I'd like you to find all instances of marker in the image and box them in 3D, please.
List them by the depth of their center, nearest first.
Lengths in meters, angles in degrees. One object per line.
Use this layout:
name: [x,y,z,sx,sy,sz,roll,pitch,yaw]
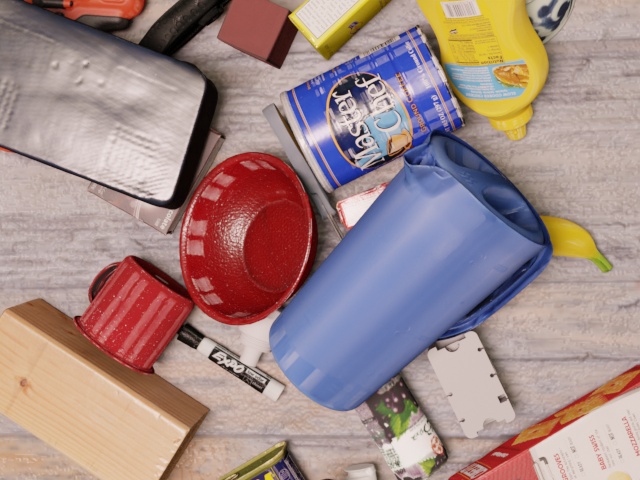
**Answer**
marker: [-0.090,0.118,1.043,0.121,0.020,0.020,32,96,4]

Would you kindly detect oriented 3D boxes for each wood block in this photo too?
wood block: [-0.223,0.152,1.025,0.206,0.090,0.091,33,97,4]

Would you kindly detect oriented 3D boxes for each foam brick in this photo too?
foam brick: [-0.056,-0.197,0.995,0.053,0.078,0.051,26,97,5]

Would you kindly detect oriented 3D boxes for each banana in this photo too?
banana: [0.170,0.017,0.998,0.198,0.037,0.069,-12,90,7]

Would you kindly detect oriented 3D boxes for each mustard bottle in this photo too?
mustard bottle: [0.151,-0.168,0.947,0.096,0.058,0.191,3,134,34]

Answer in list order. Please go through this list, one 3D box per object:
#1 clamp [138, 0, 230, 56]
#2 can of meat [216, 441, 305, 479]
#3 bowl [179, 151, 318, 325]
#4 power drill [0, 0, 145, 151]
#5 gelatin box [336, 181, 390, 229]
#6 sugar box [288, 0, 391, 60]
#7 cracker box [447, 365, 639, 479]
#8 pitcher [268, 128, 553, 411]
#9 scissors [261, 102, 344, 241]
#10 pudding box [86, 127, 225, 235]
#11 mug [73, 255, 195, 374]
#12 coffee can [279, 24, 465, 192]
clamp: [-0.108,-0.222,0.983,0.171,0.120,0.039,-42,87,11]
can of meat: [-0.056,0.257,1.027,0.102,0.057,0.084,-32,92,8]
bowl: [-0.057,0.001,0.995,0.162,0.055,0.162,-8,77,37]
power drill: [-0.265,-0.176,1.031,0.184,0.057,0.188,5,93,7]
gelatin box: [0.063,-0.037,0.990,0.089,0.073,0.030,-19,89,8]
sugar box: [0.054,-0.242,0.972,0.176,0.093,0.048,-40,88,7]
cracker box: [0.248,0.234,0.960,0.213,0.072,0.164,-29,88,-6]
pitcher: [0.076,0.037,0.918,0.149,0.144,0.243,45,112,6]
scissors: [-0.001,-0.042,1.005,0.016,0.096,0.201,-29,107,4]
pudding box: [-0.158,-0.074,1.032,0.090,0.039,0.113,29,95,5]
mug: [-0.181,0.063,1.024,0.117,0.093,0.081,37,92,40]
coffee can: [0.047,-0.119,0.973,0.140,0.102,0.103,-26,89,7]
